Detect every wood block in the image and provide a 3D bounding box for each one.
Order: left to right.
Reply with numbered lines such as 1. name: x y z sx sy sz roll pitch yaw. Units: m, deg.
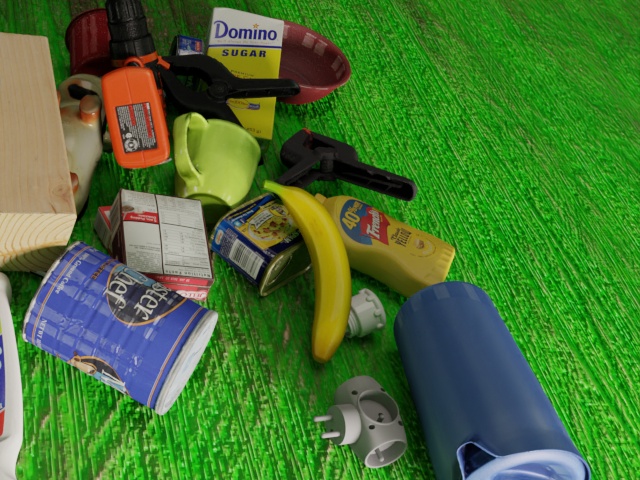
1. wood block: -0.285 -0.082 0.957 0.090 0.090 0.206 1 55 -28

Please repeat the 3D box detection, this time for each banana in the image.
1. banana: -0.003 0.025 1.091 0.069 0.037 0.198 -14 76 -16

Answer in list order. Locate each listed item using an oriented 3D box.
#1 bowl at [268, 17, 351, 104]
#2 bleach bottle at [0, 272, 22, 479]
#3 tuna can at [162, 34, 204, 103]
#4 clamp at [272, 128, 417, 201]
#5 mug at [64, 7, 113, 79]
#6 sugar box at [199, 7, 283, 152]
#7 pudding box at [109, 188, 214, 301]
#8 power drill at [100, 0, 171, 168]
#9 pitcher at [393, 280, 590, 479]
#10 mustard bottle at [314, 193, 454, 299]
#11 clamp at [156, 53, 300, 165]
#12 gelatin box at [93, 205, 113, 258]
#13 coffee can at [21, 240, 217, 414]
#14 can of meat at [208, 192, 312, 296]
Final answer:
1. bowl: -0.043 -0.231 1.428 0.162 0.055 0.162 15 38 -13
2. bleach bottle: -0.278 0.137 0.855 0.102 0.068 0.251 -1 47 -30
3. tuna can: -0.168 -0.207 1.304 0.033 0.086 0.086 10 40 -17
4. clamp: 0.017 -0.087 1.251 0.164 0.036 0.210 3 22 -10
5. mug: -0.246 -0.220 1.258 0.093 0.117 0.081 32 33 -39
6. sugar box: -0.099 -0.198 1.307 0.093 0.048 0.176 9 67 -12
7. pudding box: -0.157 0.004 1.050 0.089 0.039 0.113 8 47 -24
8. power drill: -0.196 -0.167 1.134 0.057 0.184 0.187 -11 23 -2
9. pitcher: 0.157 0.160 1.031 0.145 0.149 0.243 -4 41 -12
10. mustard bottle: 0.054 -0.002 1.207 0.191 0.058 0.096 27 37 3
11. clamp: -0.117 -0.158 1.238 0.171 0.039 0.120 17 61 -3
12. gelatin box: -0.182 0.002 1.093 0.073 0.030 0.089 -8 51 -36
13. coffee can: -0.176 0.077 0.947 0.140 0.103 0.102 28 37 3
14. can of meat: -0.058 0.001 1.143 0.084 0.057 0.101 38 39 19
